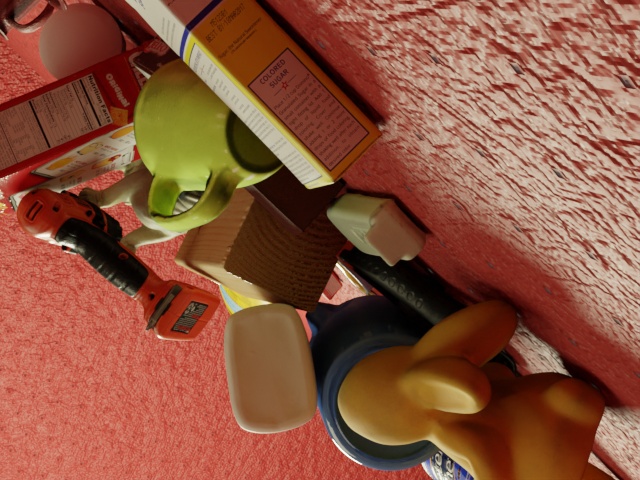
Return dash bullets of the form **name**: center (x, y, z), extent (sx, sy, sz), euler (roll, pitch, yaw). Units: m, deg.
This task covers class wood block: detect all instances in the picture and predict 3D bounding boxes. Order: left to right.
- **wood block**: center (-0.057, 0.001, 0.966), extent (0.090, 0.091, 0.206), euler (27, 173, -17)

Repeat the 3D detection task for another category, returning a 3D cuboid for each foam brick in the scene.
- **foam brick**: center (-0.027, -0.049, 0.819), extent (0.078, 0.051, 0.053), euler (44, 172, -6)

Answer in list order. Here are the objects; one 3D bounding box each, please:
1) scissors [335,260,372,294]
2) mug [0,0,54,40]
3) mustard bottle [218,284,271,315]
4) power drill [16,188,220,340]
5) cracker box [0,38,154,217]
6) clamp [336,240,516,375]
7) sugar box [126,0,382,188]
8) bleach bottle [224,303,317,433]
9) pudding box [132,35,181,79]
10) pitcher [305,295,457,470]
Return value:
- **scissors**: center (-0.013, -0.016, 1.086), extent (0.201, 0.016, 0.096), euler (48, 172, -32)
- **mug**: center (-0.318, -0.260, 1.089), extent (0.117, 0.081, 0.093), euler (41, 173, 19)
- **mustard bottle**: center (-0.081, 0.060, 1.271), extent (0.096, 0.058, 0.192), euler (39, 159, 15)
- **power drill**: center (-0.190, 0.023, 1.040), extent (0.188, 0.057, 0.184), euler (35, -178, 14)
- **cracker box**: center (-0.234, -0.101, 1.002), extent (0.164, 0.213, 0.072), euler (126, 119, -83)
- **clamp**: center (0.088, 0.055, 0.848), extent (0.172, 0.039, 0.120), euler (39, 169, 32)
- **sugar box**: center (-0.046, -0.107, 0.609), extent (0.176, 0.048, 0.093), euler (48, 173, -7)
- **bleach bottle**: center (-0.040, 0.110, 0.939), extent (0.251, 0.068, 0.102), euler (91, 170, -83)
- **pudding box**: center (-0.095, -0.114, 0.873), extent (0.090, 0.039, 0.114), euler (48, 174, -39)
- **pitcher**: center (0.061, 0.128, 0.929), extent (0.243, 0.149, 0.145), euler (-107, 16, -88)
